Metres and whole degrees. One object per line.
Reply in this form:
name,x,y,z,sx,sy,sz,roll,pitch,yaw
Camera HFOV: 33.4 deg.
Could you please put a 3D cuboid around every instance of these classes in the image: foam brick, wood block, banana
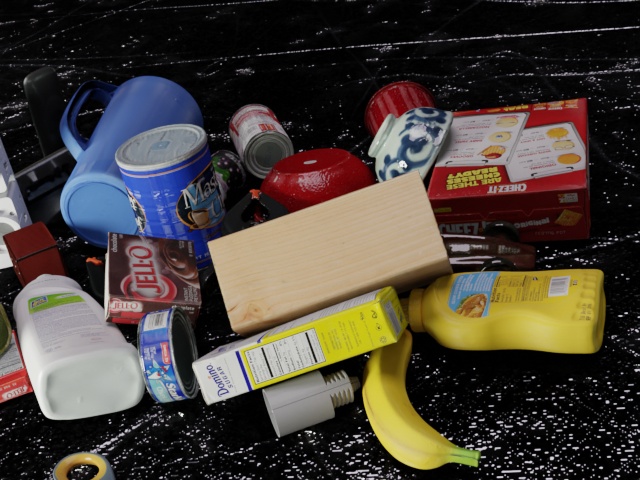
foam brick,-0.332,0.021,1.244,0.051,0.053,0.078,-23,30,-18
wood block,0.012,0.018,1.005,0.206,0.091,0.090,-19,-15,6
banana,0.070,0.135,0.904,0.069,0.037,0.198,2,27,-15

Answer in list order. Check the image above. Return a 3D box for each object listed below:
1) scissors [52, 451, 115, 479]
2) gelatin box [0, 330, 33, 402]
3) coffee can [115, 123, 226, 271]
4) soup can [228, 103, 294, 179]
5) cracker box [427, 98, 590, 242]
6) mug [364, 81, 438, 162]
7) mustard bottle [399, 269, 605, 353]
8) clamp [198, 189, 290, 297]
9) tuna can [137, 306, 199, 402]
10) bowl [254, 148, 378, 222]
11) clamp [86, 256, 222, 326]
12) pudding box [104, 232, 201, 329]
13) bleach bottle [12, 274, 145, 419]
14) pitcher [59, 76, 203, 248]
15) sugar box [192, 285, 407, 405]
scissors,-0.156,0.208,0.881,0.202,0.016,0.096,-5,30,14
gelatin box,-0.333,0.133,1.071,0.073,0.030,0.089,-20,30,-15
coffee can,-0.162,-0.046,1.202,0.103,0.140,0.103,-10,29,5
soup can,-0.077,-0.129,1.389,0.068,0.068,0.102,-17,30,-7
cracker box,0.213,-0.076,1.177,0.164,0.072,0.213,-4,31,16
mug,0.117,-0.133,1.312,0.117,0.093,0.081,18,28,-20
mustard bottle,0.157,0.063,0.967,0.192,0.058,0.096,-1,30,20
clamp,-0.057,0.001,1.131,0.120,0.039,0.171,3,38,4
tuna can,-0.139,0.106,0.984,0.034,0.086,0.086,-11,29,7
bowl,-0.006,-0.067,1.242,0.162,0.055,0.162,-10,21,3
clamp,-0.181,0.061,1.129,0.210,0.036,0.164,12,37,31
pudding box,-0.170,0.040,1.068,0.090,0.039,0.113,7,30,-16
bleach bottle,-0.253,0.091,1.080,0.102,0.068,0.251,-9,23,-19
pitcher,-0.247,-0.103,1.342,0.149,0.145,0.242,-3,33,12
sugar box,-0.015,0.092,0.939,0.176,0.048,0.093,-22,0,12
